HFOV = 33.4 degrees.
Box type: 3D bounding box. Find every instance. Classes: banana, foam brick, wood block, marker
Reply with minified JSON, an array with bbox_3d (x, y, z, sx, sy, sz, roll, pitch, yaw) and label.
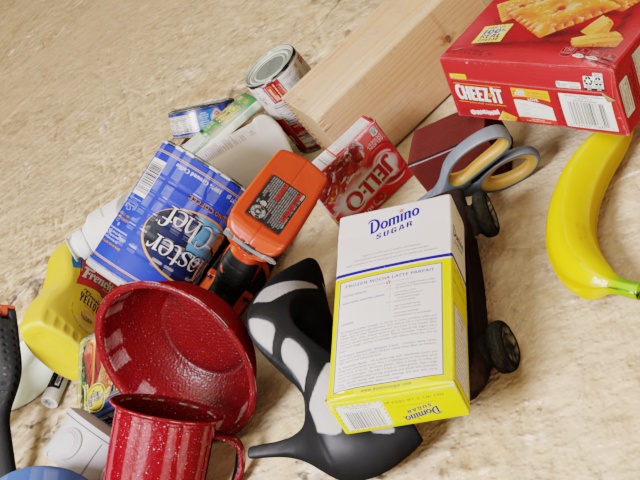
[{"bbox_3d":[0.205,-0.021,0.807,0.070,0.037,0.197,-5,44,18],"label":"banana"},{"bbox_3d":[0.125,-0.078,0.948,0.078,0.053,0.051,-21,36,28],"label":"foam brick"},{"bbox_3d":[0.074,-0.174,1.088,0.206,0.090,0.090,-43,32,-4],"label":"wood block"},{"bbox_3d":[-0.275,0.129,1.165,0.020,0.020,0.121,-21,36,31],"label":"marker"}]

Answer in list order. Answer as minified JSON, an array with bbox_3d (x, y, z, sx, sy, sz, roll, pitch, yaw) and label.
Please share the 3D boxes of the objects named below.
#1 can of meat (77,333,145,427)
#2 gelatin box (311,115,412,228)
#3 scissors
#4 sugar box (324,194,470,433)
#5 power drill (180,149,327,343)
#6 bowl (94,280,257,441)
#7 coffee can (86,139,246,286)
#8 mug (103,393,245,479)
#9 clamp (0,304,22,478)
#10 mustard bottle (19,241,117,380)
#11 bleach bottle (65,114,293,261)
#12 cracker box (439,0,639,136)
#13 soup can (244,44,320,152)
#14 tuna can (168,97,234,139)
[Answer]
[{"bbox_3d":[-0.184,0.124,1.018,0.084,0.057,0.102,-26,52,29],"label":"can of meat"},{"bbox_3d":[0.035,-0.062,1.008,0.089,0.073,0.030,-43,32,-4],"label":"gelatin box"},{"bbox_3d":[0.113,-0.033,0.925,0.202,0.096,0.016,-51,46,47],"label":"scissors"},{"bbox_3d":[0.058,0.050,0.771,0.093,0.048,0.176,-12,42,19],"label":"sugar box"},{"bbox_3d":[-0.056,0.001,0.974,0.184,0.057,0.188,-59,0,-37],"label":"power drill"},{"bbox_3d":[-0.113,0.093,0.918,0.162,0.162,0.055,-16,19,36],"label":"bowl"},{"bbox_3d":[-0.144,-0.011,1.027,0.140,0.102,0.103,-58,33,-4],"label":"coffee can"},{"bbox_3d":[-0.119,0.176,0.863,0.093,0.117,0.081,-123,43,-88],"label":"mug"},{"bbox_3d":[-0.336,0.171,1.088,0.165,0.036,0.210,10,89,48],"label":"clamp"},{"bbox_3d":[-0.260,0.053,1.169,0.058,0.096,0.191,-23,35,26],"label":"mustard bottle"},{"bbox_3d":[-0.150,-0.048,1.131,0.250,0.068,0.103,-27,17,-6],"label":"bleach bottle"},{"bbox_3d":[0.228,-0.186,0.900,0.164,0.072,0.213,14,52,42],"label":"cracker box"},{"bbox_3d":[-0.027,-0.155,1.164,0.069,0.102,0.068,-28,33,21],"label":"soup can"},{"bbox_3d":[-0.144,-0.151,1.316,0.086,0.034,0.086,-13,11,2],"label":"tuna can"}]
